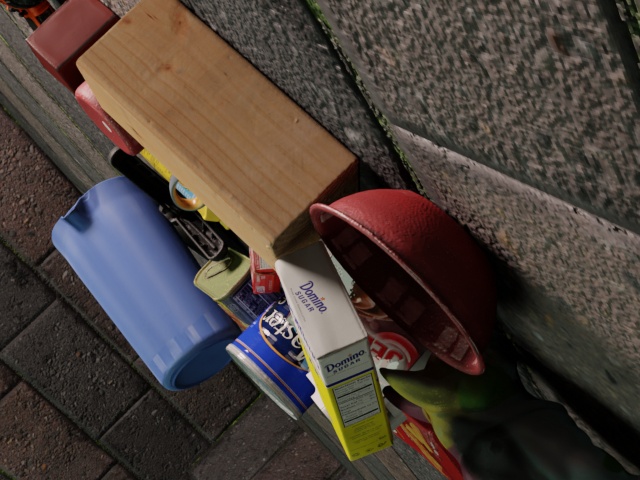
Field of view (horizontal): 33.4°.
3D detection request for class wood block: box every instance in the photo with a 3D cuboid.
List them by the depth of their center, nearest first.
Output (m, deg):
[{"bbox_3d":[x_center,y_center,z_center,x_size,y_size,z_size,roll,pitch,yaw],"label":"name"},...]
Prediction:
[{"bbox_3d":[-0.075,-0.082,0.808,0.206,0.090,0.091,42,170,13],"label":"wood block"}]

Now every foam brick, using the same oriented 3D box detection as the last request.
[{"bbox_3d":[-0.229,-0.188,1.015,0.051,0.078,0.053,40,168,20],"label":"foam brick"}]

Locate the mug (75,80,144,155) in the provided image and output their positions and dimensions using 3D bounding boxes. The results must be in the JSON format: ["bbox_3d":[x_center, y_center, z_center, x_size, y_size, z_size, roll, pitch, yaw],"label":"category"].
[{"bbox_3d":[-0.178,-0.136,1.001,0.093,0.081,0.117,51,168,-29],"label":"mug"}]

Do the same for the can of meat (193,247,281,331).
[{"bbox_3d":[-0.080,0.061,1.153,0.084,0.057,0.102,47,170,-24],"label":"can of meat"}]

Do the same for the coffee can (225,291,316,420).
[{"bbox_3d":[-0.011,0.096,1.078,0.103,0.140,0.103,43,169,10],"label":"coffee can"}]

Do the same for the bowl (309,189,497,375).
[{"bbox_3d":[0.068,0.017,0.730,0.162,0.055,0.162,43,169,10],"label":"bowl"}]

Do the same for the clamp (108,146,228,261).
[{"bbox_3d":[-0.156,-0.032,1.216,0.164,0.036,0.210,45,179,7],"label":"clamp"}]

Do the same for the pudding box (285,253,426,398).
[{"bbox_3d":[0.040,0.067,0.911,0.113,0.090,0.039,40,-148,8],"label":"pudding box"}]

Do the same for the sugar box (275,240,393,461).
[{"bbox_3d":[0.012,0.088,0.809,0.176,0.048,0.093,70,175,-54],"label":"sugar box"}]

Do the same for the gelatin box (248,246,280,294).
[{"bbox_3d":[-0.057,0.001,1.058,0.073,0.030,0.089,102,164,-72],"label":"gelatin box"}]

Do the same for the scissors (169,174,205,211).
[{"bbox_3d":[-0.091,-0.085,1.006,0.202,0.096,0.016,121,148,-54],"label":"scissors"}]

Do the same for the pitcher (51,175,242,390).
[{"bbox_3d":[-0.193,0.053,1.250,0.243,0.149,0.145,52,145,22],"label":"pitcher"}]

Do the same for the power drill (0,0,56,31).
[{"bbox_3d":[-0.273,-0.218,1.128,0.187,0.057,0.185,54,170,-26],"label":"power drill"}]
